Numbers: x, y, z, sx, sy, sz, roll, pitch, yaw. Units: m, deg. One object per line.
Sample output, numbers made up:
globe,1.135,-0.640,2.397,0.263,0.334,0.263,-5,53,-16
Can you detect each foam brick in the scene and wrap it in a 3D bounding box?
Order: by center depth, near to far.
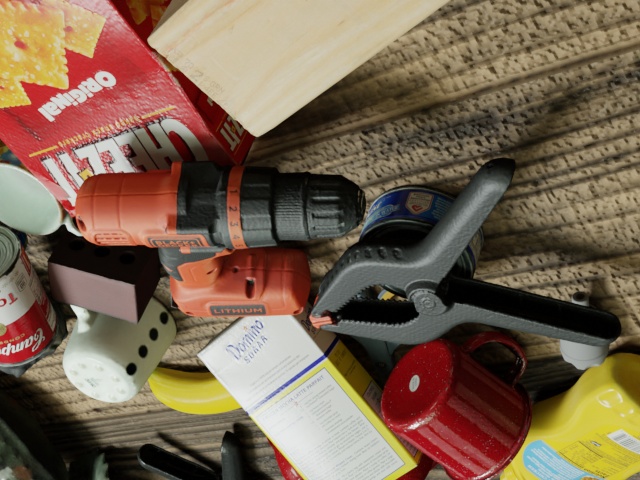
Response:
foam brick,-0.176,0.025,0.872,0.078,0.053,0.051,14,139,8

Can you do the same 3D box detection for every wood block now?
wood block,0.011,-0.154,0.569,0.090,0.090,0.207,40,136,-21

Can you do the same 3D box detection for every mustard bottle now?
mustard bottle,0.205,0.159,0.840,0.096,0.058,0.192,29,139,-13

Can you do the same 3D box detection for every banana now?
banana,-0.087,0.122,0.948,0.198,0.037,0.069,-14,128,35

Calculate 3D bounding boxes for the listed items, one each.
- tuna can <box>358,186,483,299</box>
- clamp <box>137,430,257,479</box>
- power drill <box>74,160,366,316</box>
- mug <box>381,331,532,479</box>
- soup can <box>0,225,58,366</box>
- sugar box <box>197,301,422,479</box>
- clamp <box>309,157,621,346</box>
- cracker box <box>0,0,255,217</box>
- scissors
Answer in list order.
tuna can,0.070,0.004,0.754,0.086,0.033,0.086,13,138,11
clamp,-0.107,0.252,1.093,0.120,0.039,0.171,-3,133,28
power drill,-0.055,0.001,0.734,0.184,0.057,0.187,1,159,8
mug,0.109,0.119,0.820,0.081,0.093,0.117,37,99,-25
soup can,-0.255,0.044,0.847,0.068,0.068,0.102,9,142,15
sugar box,-0.007,0.127,0.859,0.093,0.048,0.176,-38,91,24
clamp,0.075,0.021,0.714,0.210,0.036,0.164,-9,131,31
cracker box,-0.162,-0.122,0.695,0.164,0.072,0.213,-12,129,34
scissors,0.065,0.090,0.863,0.096,0.016,0.201,-9,133,28
